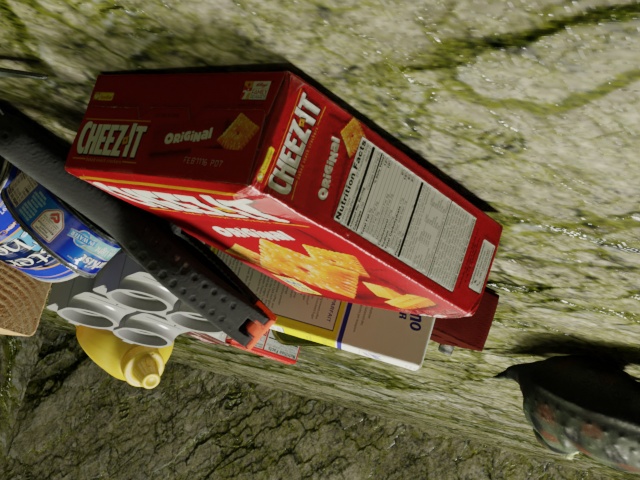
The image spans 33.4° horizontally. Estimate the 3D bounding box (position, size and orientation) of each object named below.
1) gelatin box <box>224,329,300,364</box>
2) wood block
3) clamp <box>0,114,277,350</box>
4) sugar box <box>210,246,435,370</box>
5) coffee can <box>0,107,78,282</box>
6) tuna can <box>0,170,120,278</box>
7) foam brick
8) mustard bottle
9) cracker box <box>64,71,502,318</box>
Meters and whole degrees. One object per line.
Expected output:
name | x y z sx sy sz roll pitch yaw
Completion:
gelatin box | -0.050 0.076 1.103 0.073 0.089 0.030 20 168 -16
wood block | -0.324 0.039 1.042 0.090 0.091 0.206 21 168 -21
clamp | -0.118 -0.008 0.695 0.210 0.036 0.164 42 -175 10
sugar box | 0.003 0.030 0.808 0.176 0.093 0.048 17 169 3
coffee can | -0.236 -0.035 0.820 0.103 0.103 0.140 12 167 25
tuna can | -0.174 -0.016 0.729 0.086 0.034 0.086 45 -176 -5
foam brick | 0.100 0.055 0.886 0.078 0.051 0.053 26 166 -38
mustard bottle | -0.200 0.089 1.075 0.096 0.058 0.192 14 -162 -34
cracker box | -0.018 -0.023 0.641 0.164 0.072 0.213 7 164 43
